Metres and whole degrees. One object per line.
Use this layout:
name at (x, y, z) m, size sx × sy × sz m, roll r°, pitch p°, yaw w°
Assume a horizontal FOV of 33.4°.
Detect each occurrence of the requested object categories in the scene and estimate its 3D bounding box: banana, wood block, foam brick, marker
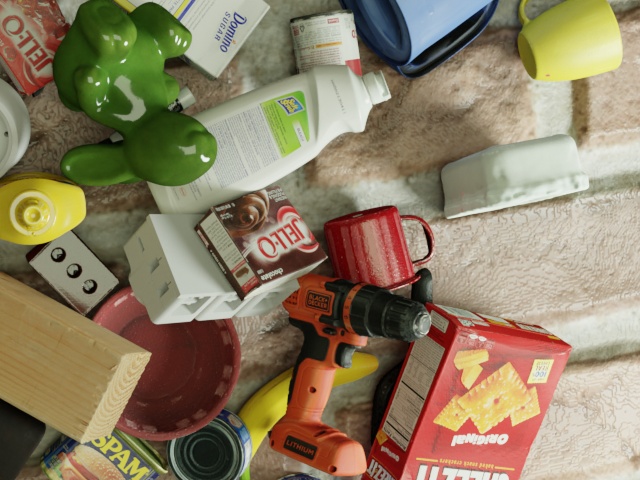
banana at (-0.028, 0.171, 1.148) m, size 0.197 × 0.037 × 0.069 m, roll -39°, pitch 123°, yaw -7°
wood block at (-0.276, 0.097, 0.996) m, size 0.206 × 0.090 × 0.091 m, roll 27°, pitch 89°, yaw 9°
foam brick at (-0.246, 0.027, 1.058) m, size 0.053 × 0.051 × 0.078 m, roll -45°, pitch 105°, yaw -8°
marker at (-0.179, -0.114, 1.062) m, size 0.121 × 0.020 × 0.020 m, roll -34°, pitch 104°, yaw -10°

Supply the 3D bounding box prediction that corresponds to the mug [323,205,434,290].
mug at (0.062, 0.008, 1.123) m, size 0.117 × 0.093 × 0.081 m, roll -14°, pitch 95°, yaw 2°

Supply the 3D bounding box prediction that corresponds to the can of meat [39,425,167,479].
can of meat at (-0.221, 0.226, 1.086) m, size 0.084 × 0.057 × 0.102 m, roll -44°, pitch 105°, yaw -5°

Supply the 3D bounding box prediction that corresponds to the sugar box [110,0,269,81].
sugar box at (-0.147, -0.245, 1.046) m, size 0.176 × 0.048 × 0.093 m, roll 38°, pitch 84°, yaw -12°

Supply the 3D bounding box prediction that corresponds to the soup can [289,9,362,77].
soup can at (0.008, -0.182, 1.100) m, size 0.068 × 0.069 × 0.102 m, roll -11°, pitch 98°, yaw -15°

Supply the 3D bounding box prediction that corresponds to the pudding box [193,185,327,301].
pudding box at (-0.057, 0.001, 1.035) m, size 0.113 × 0.039 × 0.090 m, roll -23°, pitch 75°, yaw -51°

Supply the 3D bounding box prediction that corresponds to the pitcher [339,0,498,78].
pitcher at (0.144, -0.287, 1.106) m, size 0.242 × 0.149 × 0.145 m, roll -34°, pitch 89°, yaw -13°

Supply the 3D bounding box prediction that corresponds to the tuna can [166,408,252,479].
tuna can at (-0.116, 0.217, 1.108) m, size 0.086 × 0.033 × 0.086 m, roll 1°, pitch 96°, yaw 11°

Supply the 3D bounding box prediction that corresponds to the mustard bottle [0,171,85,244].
mustard bottle at (-0.264, -0.030, 0.973) m, size 0.096 × 0.192 × 0.058 m, roll -6°, pitch 98°, yaw -16°

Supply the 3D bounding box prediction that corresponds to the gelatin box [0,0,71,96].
gelatin box at (-0.272, -0.192, 1.004) m, size 0.073 × 0.030 × 0.089 m, roll -37°, pitch 115°, yaw -17°

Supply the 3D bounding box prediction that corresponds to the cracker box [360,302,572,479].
cracker box at (0.158, 0.187, 1.149) m, size 0.164 × 0.072 × 0.214 m, roll 13°, pitch 102°, yaw -30°

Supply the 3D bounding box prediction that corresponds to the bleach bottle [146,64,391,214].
bleach bottle at (-0.049, -0.100, 1.053) m, size 0.251 × 0.068 × 0.102 m, roll -21°, pitch 102°, yaw 7°

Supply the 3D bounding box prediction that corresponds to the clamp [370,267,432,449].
clamp at (0.114, 0.143, 1.180) m, size 0.164 × 0.036 × 0.210 m, roll 40°, pitch 86°, yaw -23°

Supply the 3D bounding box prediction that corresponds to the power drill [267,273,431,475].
power drill at (0.022, 0.131, 1.054) m, size 0.057 × 0.185 × 0.188 m, roll 9°, pitch 92°, yaw -44°

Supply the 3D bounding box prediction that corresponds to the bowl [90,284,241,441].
bowl at (-0.165, 0.118, 1.084) m, size 0.162 × 0.055 × 0.162 m, roll 0°, pitch 88°, yaw -18°
